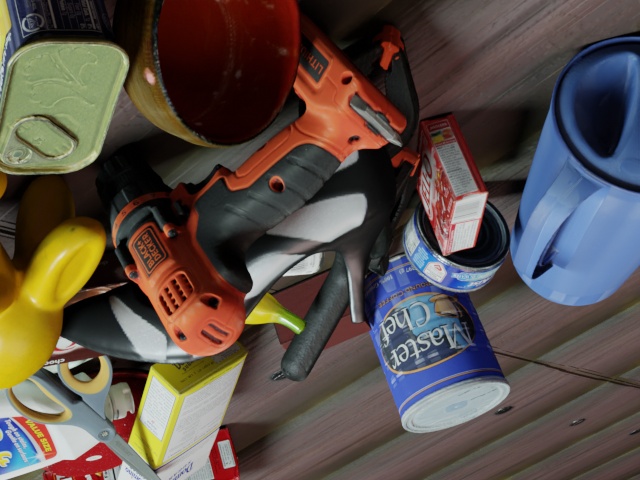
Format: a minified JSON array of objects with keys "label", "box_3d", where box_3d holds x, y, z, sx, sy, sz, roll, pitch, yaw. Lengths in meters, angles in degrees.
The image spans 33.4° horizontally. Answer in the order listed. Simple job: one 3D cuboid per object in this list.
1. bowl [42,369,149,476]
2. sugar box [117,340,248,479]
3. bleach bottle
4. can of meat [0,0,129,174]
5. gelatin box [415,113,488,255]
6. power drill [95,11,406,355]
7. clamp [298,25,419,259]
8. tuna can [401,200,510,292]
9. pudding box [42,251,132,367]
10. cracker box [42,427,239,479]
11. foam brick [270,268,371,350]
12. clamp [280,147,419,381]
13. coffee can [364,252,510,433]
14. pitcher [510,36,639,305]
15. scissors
[{"label":"bowl","box_3d":[-0.225,0.187,1.040,0.162,0.055,0.162,-15,153,-8]},{"label":"sugar box","box_3d":[-0.132,0.168,1.006,0.093,0.048,0.176,-28,153,-45]},{"label":"bleach bottle","box_3d":[-0.286,0.160,0.919,0.250,0.068,0.102,-12,116,-22]},{"label":"can of meat","box_3d":[-0.141,-0.097,0.542,0.057,0.084,0.102,-5,149,-28]},{"label":"gelatin box","box_3d":[0.097,-0.041,0.815,0.030,0.073,0.089,-15,153,-7]},{"label":"power drill","box_3d":[-0.051,-0.046,0.646,0.188,0.185,0.057,-47,136,9]},{"label":"clamp","box_3d":[0.024,-0.060,0.718,0.120,0.039,0.172,23,127,-18]},{"label":"tuna can","box_3d":[0.113,-0.002,0.884,0.086,0.086,0.034,-7,148,-23]},{"label":"pudding box","box_3d":[-0.182,0.053,0.826,0.113,0.039,0.090,-7,139,-22]},{"label":"cracker box","box_3d":[-0.204,0.301,1.245,0.213,0.072,0.164,-12,151,-14]},{"label":"foam brick","box_3d":[-0.002,0.067,0.970,0.078,0.051,0.053,-23,152,6]},{"label":"clamp","box_3d":[0.030,0.011,0.836,0.164,0.036,0.210,-53,167,-37]},{"label":"coffee can","box_3d":[0.101,0.093,0.988,0.102,0.140,0.103,-16,153,-9]},{"label":"pitcher","box_3d":[0.217,-0.033,0.847,0.149,0.145,0.243,0,154,-2]},{"label":"scissors","box_3d":[-0.180,0.148,0.921,0.096,0.016,0.201,-46,129,9]}]
